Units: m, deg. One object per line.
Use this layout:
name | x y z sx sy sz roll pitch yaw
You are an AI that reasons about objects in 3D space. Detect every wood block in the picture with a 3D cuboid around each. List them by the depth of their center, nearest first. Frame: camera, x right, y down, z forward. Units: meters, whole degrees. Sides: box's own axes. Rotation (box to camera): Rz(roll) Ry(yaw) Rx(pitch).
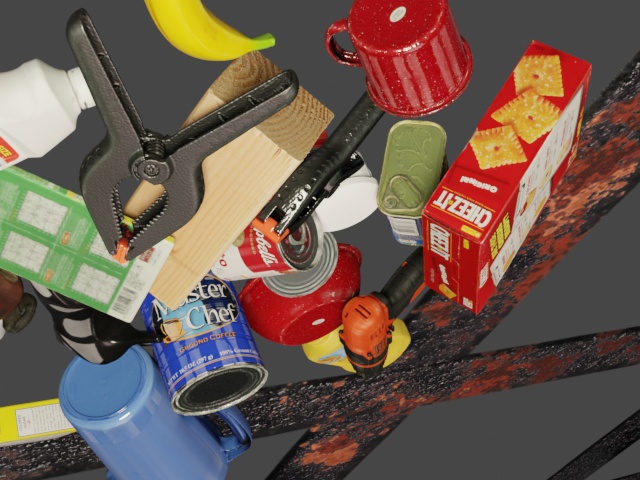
wood block | -0.092 -0.048 0.891 0.206 0.091 0.090 -47 -173 37

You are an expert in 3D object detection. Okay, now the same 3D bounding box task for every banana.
banana | -0.093 -0.179 0.756 0.069 0.037 0.197 -42 154 -3

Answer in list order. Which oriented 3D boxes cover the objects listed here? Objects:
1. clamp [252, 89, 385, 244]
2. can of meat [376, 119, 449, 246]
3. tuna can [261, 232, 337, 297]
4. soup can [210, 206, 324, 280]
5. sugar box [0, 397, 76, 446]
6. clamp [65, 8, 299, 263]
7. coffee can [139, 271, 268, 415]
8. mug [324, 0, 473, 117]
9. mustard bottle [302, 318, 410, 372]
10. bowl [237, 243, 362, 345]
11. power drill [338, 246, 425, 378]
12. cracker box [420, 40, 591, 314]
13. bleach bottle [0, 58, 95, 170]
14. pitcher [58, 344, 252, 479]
clamp | 0.001 -0.055 0.937 0.171 0.039 0.120 -47 164 -23
can of meat | 0.094 -0.054 1.050 0.057 0.102 0.084 6 160 14
tuna can | -0.027 0.013 1.104 0.086 0.034 0.086 -10 117 -19
soup can | -0.057 0.001 1.025 0.102 0.068 0.068 -9 166 39
sugar box | -0.370 0.210 1.193 0.175 0.048 0.094 -2 167 -32
clamp | -0.113 -0.064 0.790 0.164 0.036 0.210 10 130 -10
coffee can | -0.125 0.093 1.096 0.102 0.140 0.103 -18 152 -10
mug | 0.059 -0.161 0.861 0.117 0.093 0.081 7 156 23
mustard bottle | 0.031 0.122 1.356 0.096 0.058 0.191 -33 152 23
bowl | -0.015 0.071 1.201 0.162 0.055 0.162 -22 154 -12
power drill | 0.097 0.068 1.232 0.187 0.057 0.184 -48 162 -16
cracker box | 0.176 -0.058 1.025 0.213 0.072 0.164 -55 159 -19
bleach bottle | -0.279 -0.077 0.763 0.250 0.068 0.102 -22 149 -10
pitcher | -0.189 0.207 1.204 0.149 0.145 0.243 -51 149 -20
